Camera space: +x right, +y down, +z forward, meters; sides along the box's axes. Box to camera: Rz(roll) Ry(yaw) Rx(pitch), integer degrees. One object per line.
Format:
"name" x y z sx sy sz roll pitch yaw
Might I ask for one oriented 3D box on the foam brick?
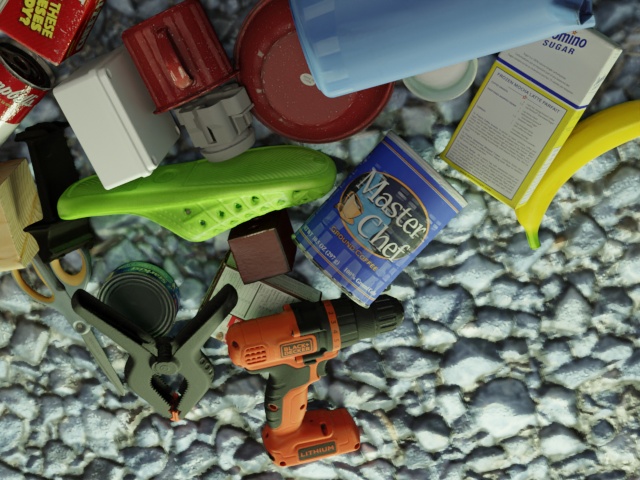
"foam brick" -0.057 0.001 1.074 0.053 0.078 0.051 -16 110 9

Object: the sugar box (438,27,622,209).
"sugar box" 0.195 -0.127 0.999 0.093 0.048 0.176 37 111 16

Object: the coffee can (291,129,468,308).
"coffee can" 0.056 -0.020 1.023 0.102 0.103 0.140 42 96 -12

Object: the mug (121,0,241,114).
"mug" -0.133 -0.172 0.988 0.093 0.117 0.081 -25 104 7

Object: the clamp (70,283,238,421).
"clamp" -0.172 0.117 1.116 0.164 0.036 0.210 4 135 -4

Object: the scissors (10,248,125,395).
"scissors" -0.251 0.075 1.155 0.096 0.016 0.201 -37 105 18

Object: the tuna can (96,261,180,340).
"tuna can" -0.193 0.066 1.137 0.086 0.033 0.086 2 113 4

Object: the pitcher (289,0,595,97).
"pitcher" 0.099 -0.215 0.908 0.243 0.149 0.145 -17 97 7

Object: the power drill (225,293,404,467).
"power drill" 0.000 0.143 1.116 0.184 0.057 0.188 -10 124 -8

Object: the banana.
"banana" 0.253 -0.079 1.036 0.069 0.037 0.198 32 114 -28

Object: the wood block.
"wood block" -0.398 -0.013 1.091 0.206 0.090 0.090 -9 113 8

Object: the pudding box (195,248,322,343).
"pudding box" -0.067 0.073 1.126 0.113 0.039 0.090 25 114 -8

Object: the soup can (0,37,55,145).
"soup can" -0.317 -0.139 1.043 0.068 0.068 0.102 42 111 -13

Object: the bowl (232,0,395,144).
"bowl" -0.007 -0.161 1.012 0.162 0.055 0.162 2 113 5
